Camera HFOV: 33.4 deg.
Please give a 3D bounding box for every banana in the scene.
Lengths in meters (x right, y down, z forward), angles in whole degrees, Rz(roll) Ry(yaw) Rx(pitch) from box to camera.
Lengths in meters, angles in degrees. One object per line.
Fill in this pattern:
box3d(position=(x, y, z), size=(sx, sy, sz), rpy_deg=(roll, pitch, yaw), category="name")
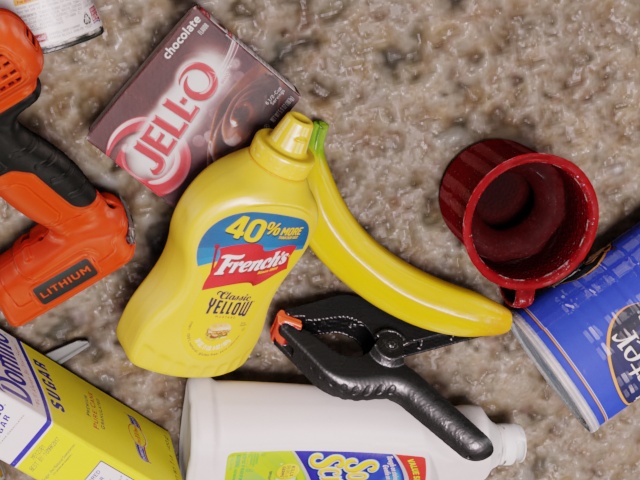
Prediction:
box3d(position=(0.043, 0.010, 0.733), size=(0.197, 0.037, 0.070), rpy_deg=(45, 116, -8), category="banana")

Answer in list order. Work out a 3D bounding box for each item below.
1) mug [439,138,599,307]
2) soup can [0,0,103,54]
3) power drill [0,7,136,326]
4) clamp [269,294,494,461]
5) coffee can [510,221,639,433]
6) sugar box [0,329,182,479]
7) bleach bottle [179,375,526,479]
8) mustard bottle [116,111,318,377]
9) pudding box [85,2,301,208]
box3d(position=(0.131, -0.012, 0.733), size=(0.093, 0.081, 0.117), rpy_deg=(-10, 109, -7), category="mug")
box3d(position=(-0.175, -0.165, 0.636), size=(0.068, 0.068, 0.102), rpy_deg=(-16, 110, -5), category="soup can")
box3d(position=(-0.212, -0.027, 0.638), size=(0.184, 0.057, 0.187), rpy_deg=(-29, 137, 4), category="power drill")
box3d(position=(0.049, 0.090, 0.742), size=(0.171, 0.120, 0.039), rpy_deg=(7, 137, -9), category="clamp")
box3d(position=(0.218, 0.055, 0.758), size=(0.140, 0.103, 0.102), rpy_deg=(-35, 110, 2), category="coffee can")
box3d(position=(-0.171, 0.121, 0.702), size=(0.048, 0.093, 0.176), rpy_deg=(-47, 118, 4), category="sugar box")
box3d(position=(0.028, 0.143, 0.765), size=(0.250, 0.068, 0.103), rpy_deg=(1, 134, -12), category="bleach bottle")
box3d(position=(-0.054, 0.001, 0.688), size=(0.096, 0.058, 0.192), rpy_deg=(8, 122, -38), category="mustard bottle")
box3d(position=(-0.083, -0.083, 0.694), size=(0.090, 0.039, 0.113), rpy_deg=(38, 98, -19), category="pudding box")
